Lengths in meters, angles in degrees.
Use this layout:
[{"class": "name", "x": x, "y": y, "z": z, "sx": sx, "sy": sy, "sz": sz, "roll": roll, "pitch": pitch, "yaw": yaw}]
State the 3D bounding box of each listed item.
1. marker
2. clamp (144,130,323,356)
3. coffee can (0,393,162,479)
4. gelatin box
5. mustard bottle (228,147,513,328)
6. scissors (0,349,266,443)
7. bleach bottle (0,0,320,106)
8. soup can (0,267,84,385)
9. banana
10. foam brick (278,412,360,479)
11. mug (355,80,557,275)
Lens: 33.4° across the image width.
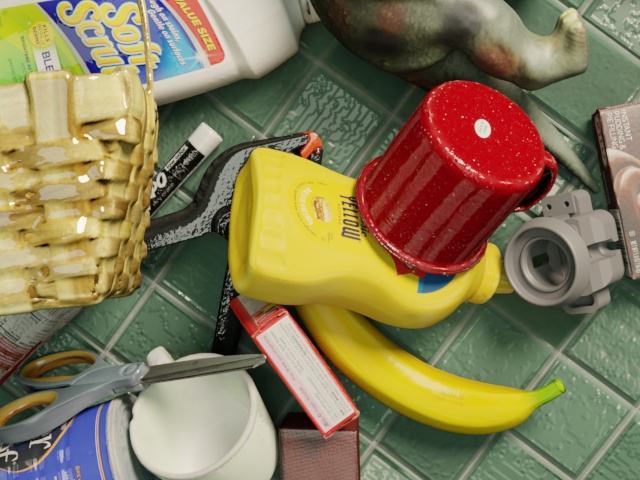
[{"class": "marker", "x": -0.113, "y": -0.030, "z": 0.726, "sx": 0.020, "sy": 0.020, "sz": 0.121, "roll": 43, "pitch": 96, "yaw": 1}, {"class": "clamp", "x": -0.055, "y": 0.001, "z": 0.714, "sx": 0.171, "sy": 0.039, "sz": 0.120, "roll": -38, "pitch": 107, "yaw": 4}, {"class": "coffee can", "x": -0.177, "y": 0.170, "z": 0.702, "sx": 0.140, "sy": 0.103, "sz": 0.103, "roll": -19, "pitch": 92, "yaw": 6}, {"class": "gelatin box", "x": -0.017, "y": 0.075, "z": 0.684, "sx": 0.030, "sy": 0.073, "sz": 0.089, "roll": -36, "pitch": 110, "yaw": -5}, {"class": "mustard bottle", "x": 0.040, "y": 0.006, "z": 0.675, "sx": 0.191, "sy": 0.058, "sz": 0.096, "roll": 13, "pitch": 51, "yaw": -20}, {"class": "scissors", "x": -0.134, "y": 0.097, "z": 0.669, "sx": 0.202, "sy": 0.096, "sz": 0.016, "roll": -2, "pitch": 121, "yaw": 40}, {"class": "bleach bottle", "x": -0.117, "y": -0.139, "z": 0.698, "sx": 0.251, "sy": 0.068, "sz": 0.102, "roll": -14, "pitch": 97, "yaw": 3}, {"class": "soup can", "x": -0.205, "y": 0.044, "z": 0.714, "sx": 0.102, "sy": 0.068, "sz": 0.068, "roll": -42, "pitch": 90, "yaw": 5}, {"class": "banana", "x": 0.058, "y": 0.080, "z": 0.708, "sx": 0.198, "sy": 0.037, "sz": 0.070, "roll": 24, "pitch": 99, "yaw": 4}, {"class": "foam brick", "x": 0.001, "y": 0.157, "z": 0.711, "sx": 0.051, "sy": 0.053, "sz": 0.078, "roll": -1, "pitch": 94, "yaw": 5}, {"class": "mug", "x": 0.090, "y": -0.039, "z": 0.638, "sx": 0.117, "sy": 0.082, "sz": 0.093, "roll": 7, "pitch": 53, "yaw": -24}]
